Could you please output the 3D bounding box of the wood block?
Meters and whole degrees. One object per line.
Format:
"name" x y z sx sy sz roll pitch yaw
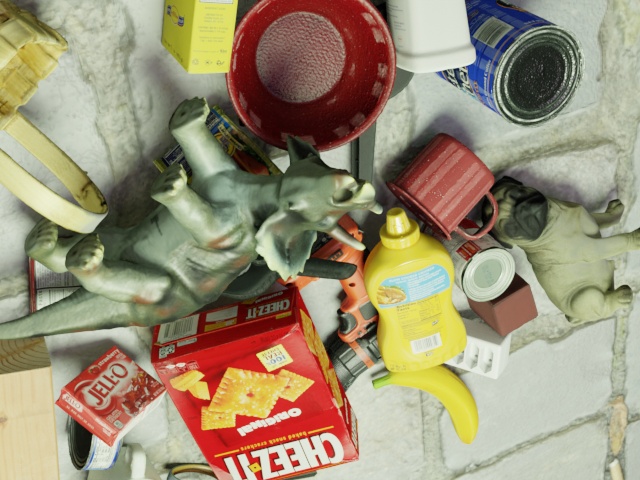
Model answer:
"wood block" -0.314 0.196 1.068 0.090 0.090 0.206 -7 119 -21

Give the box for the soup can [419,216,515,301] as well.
"soup can" 0.162 0.016 1.187 0.068 0.102 0.068 -11 120 -20

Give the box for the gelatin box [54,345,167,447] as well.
"gelatin box" -0.209 0.155 1.071 0.089 0.073 0.030 -41 165 -54

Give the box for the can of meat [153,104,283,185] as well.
"can of meat" -0.098 -0.070 1.047 0.084 0.057 0.102 -45 125 0

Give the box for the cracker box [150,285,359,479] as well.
"cracker box" -0.066 0.166 1.148 0.164 0.072 0.213 -15 124 10

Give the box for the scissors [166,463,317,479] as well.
"scissors" -0.078 0.290 1.232 0.201 0.096 0.016 10 113 -26

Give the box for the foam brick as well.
"foam brick" 0.209 0.065 1.252 0.053 0.078 0.051 -28 123 -9

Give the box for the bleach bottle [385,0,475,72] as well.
"bleach bottle" 0.088 -0.286 0.974 0.068 0.103 0.251 -12 109 -11

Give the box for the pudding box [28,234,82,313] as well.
"pudding box" -0.230 0.041 1.056 0.113 0.039 0.090 -5 117 -21

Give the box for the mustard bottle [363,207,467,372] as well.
"mustard bottle" 0.096 0.049 1.134 0.096 0.058 0.191 -16 123 -2

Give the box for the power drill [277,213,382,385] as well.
"power drill" 0.020 0.072 1.180 0.184 0.057 0.187 -41 128 -5

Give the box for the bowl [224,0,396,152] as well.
"bowl" -0.013 -0.166 1.003 0.162 0.055 0.162 -5 112 -12

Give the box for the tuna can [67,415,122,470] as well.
"tuna can" -0.234 0.195 1.108 0.033 0.086 0.086 6 113 -29

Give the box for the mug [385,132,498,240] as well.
"mug" 0.139 -0.053 1.140 0.117 0.093 0.081 42 88 1

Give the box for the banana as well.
"banana" 0.147 0.191 1.318 0.070 0.037 0.197 -39 126 21

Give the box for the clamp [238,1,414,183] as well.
"clamp" 0.026 -0.159 1.068 0.164 0.036 0.210 24 101 -26

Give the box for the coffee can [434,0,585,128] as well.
"coffee can" 0.180 -0.184 1.064 0.102 0.140 0.103 -11 120 -20

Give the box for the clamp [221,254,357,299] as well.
"clamp" -0.057 0.001 1.098 0.171 0.120 0.039 -14 159 0

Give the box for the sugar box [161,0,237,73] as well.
"sugar box" -0.102 -0.243 0.929 0.048 0.093 0.176 -5 117 -23
